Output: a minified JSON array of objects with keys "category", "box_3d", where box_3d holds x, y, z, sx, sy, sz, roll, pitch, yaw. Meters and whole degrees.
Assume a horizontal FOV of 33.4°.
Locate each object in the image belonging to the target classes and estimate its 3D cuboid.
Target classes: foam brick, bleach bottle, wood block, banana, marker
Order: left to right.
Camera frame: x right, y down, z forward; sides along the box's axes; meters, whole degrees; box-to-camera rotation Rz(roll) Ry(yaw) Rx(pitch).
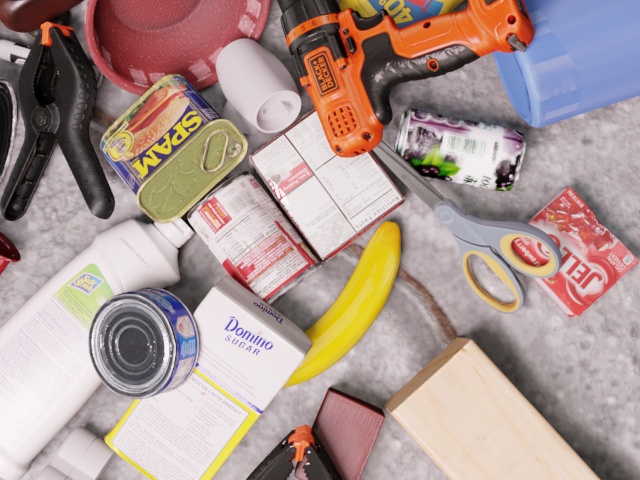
[{"category":"marker","box_3d":[-0.250,-0.159,0.931,0.121,0.020,0.020,17,87,1]},{"category":"bleach bottle","box_3d":[-0.200,0.077,0.897,0.251,0.068,0.102,-45,92,-5]},{"category":"banana","box_3d":[0.004,0.067,0.908,0.198,0.037,0.069,-38,88,-2]},{"category":"foam brick","box_3d":[0.016,0.168,0.895,0.051,0.053,0.078,22,88,2]},{"category":"wood block","box_3d":[0.156,0.185,0.874,0.090,0.091,0.206,-42,87,-3]}]

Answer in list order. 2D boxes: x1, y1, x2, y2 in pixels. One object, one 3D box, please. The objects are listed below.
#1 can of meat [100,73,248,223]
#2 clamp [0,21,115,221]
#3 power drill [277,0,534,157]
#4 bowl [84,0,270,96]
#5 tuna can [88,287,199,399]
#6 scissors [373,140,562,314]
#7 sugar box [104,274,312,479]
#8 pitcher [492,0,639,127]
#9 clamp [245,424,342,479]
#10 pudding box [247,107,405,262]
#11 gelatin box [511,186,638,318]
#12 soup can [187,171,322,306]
[{"category":"can of meat","box_3d":[-0.125,-0.079,0.890,0.102,0.057,0.084,-43,53,0]},{"category":"clamp","box_3d":[-0.230,-0.094,0.902,0.120,0.039,0.171,-9,82,24]},{"category":"power drill","box_3d":[0.060,-0.180,0.844,0.188,0.057,0.184,-23,82,23]},{"category":"bowl","box_3d":[-0.125,-0.200,0.888,0.162,0.162,0.055,-34,50,-2]},{"category":"tuna can","box_3d":[-0.140,0.081,0.839,0.086,0.033,0.086,2,95,26]},{"category":"scissors","box_3d":[0.124,-0.025,0.881,0.096,0.016,0.201,-23,109,34]},{"category":"sugar box","box_3d":[-0.092,0.124,0.875,0.093,0.048,0.176,38,106,1]},{"category":"pitcher","box_3d":[0.265,-0.192,0.874,0.243,0.145,0.149,-21,81,2]},{"category":"clamp","box_3d":[-0.015,0.250,0.869,0.164,0.036,0.210,12,111,-3]},{"category":"pudding box","box_3d":[0.005,-0.051,0.915,0.090,0.039,0.113,-36,90,-4]},{"category":"gelatin box","box_3d":[0.214,0.011,0.913,0.073,0.030,0.089,-42,87,-2]},{"category":"soup can","box_3d":[-0.056,0.001,0.897,0.068,0.068,0.102,-38,87,-2]}]
